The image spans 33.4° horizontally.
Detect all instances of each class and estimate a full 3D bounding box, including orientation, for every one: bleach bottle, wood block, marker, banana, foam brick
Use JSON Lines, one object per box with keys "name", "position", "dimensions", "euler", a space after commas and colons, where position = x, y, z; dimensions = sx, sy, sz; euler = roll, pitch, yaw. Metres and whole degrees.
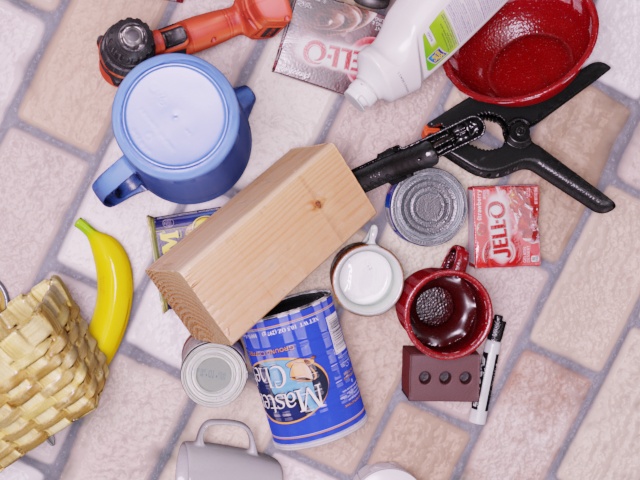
{"name": "bleach bottle", "position": [0.116, -0.231, 1.065], "dimensions": [0.251, 0.068, 0.102], "euler": [-46, 139, -5]}
{"name": "wood block", "position": [-0.056, 0.001, 1.051], "dimensions": [0.205, 0.090, 0.091], "euler": [-41, 109, -24]}
{"name": "marker", "position": [0.183, 0.140, 1.165], "dimensions": [0.020, 0.020, 0.121], "euler": [11, 94, -7]}
{"name": "banana", "position": [-0.233, 0.078, 1.114], "dimensions": [0.070, 0.037, 0.198], "euler": [10, 93, 11]}
{"name": "foam brick", "position": [0.129, 0.142, 1.144], "dimensions": [0.078, 0.051, 0.053], "euler": [0, 95, -6]}

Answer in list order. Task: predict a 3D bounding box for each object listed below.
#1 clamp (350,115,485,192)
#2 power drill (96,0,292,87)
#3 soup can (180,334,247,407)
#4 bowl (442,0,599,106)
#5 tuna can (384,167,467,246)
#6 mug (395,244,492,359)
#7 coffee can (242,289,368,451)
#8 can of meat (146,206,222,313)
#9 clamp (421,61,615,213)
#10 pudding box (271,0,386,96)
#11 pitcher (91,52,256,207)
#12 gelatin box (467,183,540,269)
{"name": "clamp", "position": [0.076, -0.076, 1.076], "dimensions": [0.172, 0.120, 0.039], "euler": [-25, 89, 31]}
{"name": "power drill", "position": [-0.125, -0.205, 1.034], "dimensions": [0.187, 0.185, 0.057], "euler": [-21, 97, -13]}
{"name": "soup can", "position": [-0.109, 0.128, 1.094], "dimensions": [0.068, 0.102, 0.068], "euler": [-1, 95, -6]}
{"name": "bowl", "position": [0.209, -0.194, 1.098], "dimensions": [0.162, 0.055, 0.162], "euler": [-12, 58, 20]}
{"name": "tuna can", "position": [0.113, -0.036, 1.136], "dimensions": [0.086, 0.034, 0.086], "euler": [0, 95, -6]}
{"name": "mug", "position": [0.128, 0.061, 1.121], "dimensions": [0.093, 0.081, 0.117], "euler": [14, 93, -8]}
{"name": "coffee can", "position": [-0.018, 0.132, 1.103], "dimensions": [0.102, 0.103, 0.140], "euler": [-17, 96, -4]}
{"name": "can of meat", "position": [-0.131, 0.018, 1.106], "dimensions": [0.084, 0.057, 0.102], "euler": [-9, 96, -8]}
{"name": "clamp", "position": [0.214, -0.121, 1.132], "dimensions": [0.210, 0.036, 0.164], "euler": [8, 78, 1]}
{"name": "pudding box", "position": [0.015, -0.201, 1.110], "dimensions": [0.113, 0.039, 0.090], "euler": [16, 94, -7]}
{"name": "pitcher", "position": [-0.137, -0.097, 1.001], "dimensions": [0.145, 0.243, 0.149], "euler": [10, 90, -4]}
{"name": "gelatin box", "position": [0.197, -0.015, 1.148], "dimensions": [0.073, 0.030, 0.089], "euler": [-2, 95, -5]}
